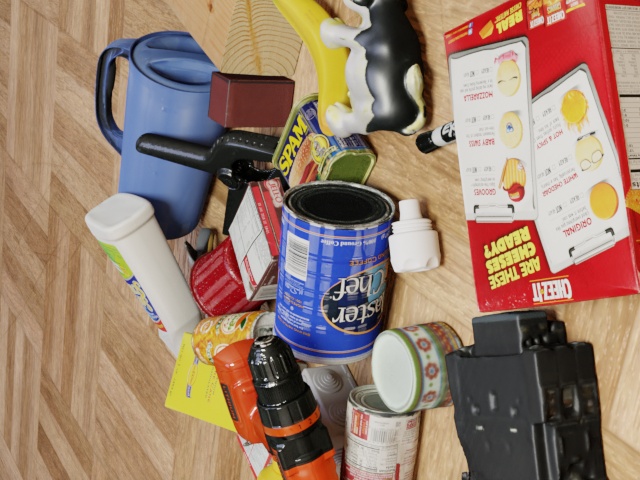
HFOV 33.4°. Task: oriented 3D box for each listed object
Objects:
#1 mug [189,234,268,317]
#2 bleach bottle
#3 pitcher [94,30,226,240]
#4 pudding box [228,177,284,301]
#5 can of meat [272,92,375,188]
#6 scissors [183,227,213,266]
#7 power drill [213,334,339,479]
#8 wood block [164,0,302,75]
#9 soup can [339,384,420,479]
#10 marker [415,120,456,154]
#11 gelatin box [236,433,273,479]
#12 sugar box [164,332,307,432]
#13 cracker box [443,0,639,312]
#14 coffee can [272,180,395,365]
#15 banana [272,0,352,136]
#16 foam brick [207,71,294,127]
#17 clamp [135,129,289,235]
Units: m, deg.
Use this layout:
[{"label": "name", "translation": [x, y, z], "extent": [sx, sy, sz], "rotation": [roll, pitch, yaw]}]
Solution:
[{"label": "mug", "translation": [-0.084, 0.028, 1.192], "extent": [0.082, 0.093, 0.117], "rotation": [-40, 22, 50]}, {"label": "bleach bottle", "translation": [-0.193, 0.063, 1.307], "extent": [0.103, 0.068, 0.250], "rotation": [20, 142, 54]}, {"label": "pitcher", "translation": [-0.190, -0.126, 1.298], "extent": [0.149, 0.144, 0.243], "rotation": [55, 141, 38]}, {"label": "pudding box", "translation": [-0.057, 0.001, 1.092], "extent": [0.114, 0.039, 0.090], "rotation": [124, 133, -59]}, {"label": "can of meat", "translation": [0.003, -0.079, 1.044], "extent": [0.084, 0.057, 0.102], "rotation": [61, 142, 33]}, {"label": "scissors", "translation": [-0.145, 0.006, 1.270], "extent": [0.202, 0.016, 0.096], "rotation": [93, -178, -65]}, {"label": "power drill", "translation": [-0.046, 0.153, 0.994], "extent": [0.188, 0.057, 0.184], "rotation": [-148, 40, -68]}, {"label": "wood block", "translation": [-0.100, -0.269, 1.170], "extent": [0.206, 0.090, 0.091], "rotation": [54, 136, 44]}, {"label": "soup can", "translation": [0.053, 0.191, 0.975], "extent": [0.069, 0.068, 0.102], "rotation": [29, 118, 56]}, {"label": "marker", "translation": [0.116, -0.092, 0.879], "extent": [0.121, 0.020, 0.020], "rotation": [-17, 78, 60]}, {"label": "gelatin box", "translation": [-0.060, 0.221, 1.216], "extent": [0.073, 0.030, 0.089], "rotation": [57, 138, 41]}, {"label": "sugar box", "translation": [-0.098, 0.164, 1.198], "extent": [0.177, 0.048, 0.093], "rotation": [7, 81, 47]}, {"label": "cracker box", "translation": [0.169, -0.064, 0.739], "extent": [0.164, 0.072, 0.214], "rotation": [-15, 81, 60]}, {"label": "coffee can", "translation": [0.011, 0.029, 0.982], "extent": [0.103, 0.102, 0.140], "rotation": [41, 133, 51]}, {"label": "banana", "translation": [-0.003, -0.179, 1.032], "extent": [0.037, 0.069, 0.198], "rotation": [103, 146, -55]}, {"label": "foam brick", "translation": [-0.076, -0.153, 1.152], "extent": [0.053, 0.078, 0.051], "rotation": [35, 124, 57]}, {"label": "clamp", "translation": [-0.091, -0.070, 1.184], "extent": [0.210, 0.164, 0.036], "rotation": [-6, 46, 43]}]
